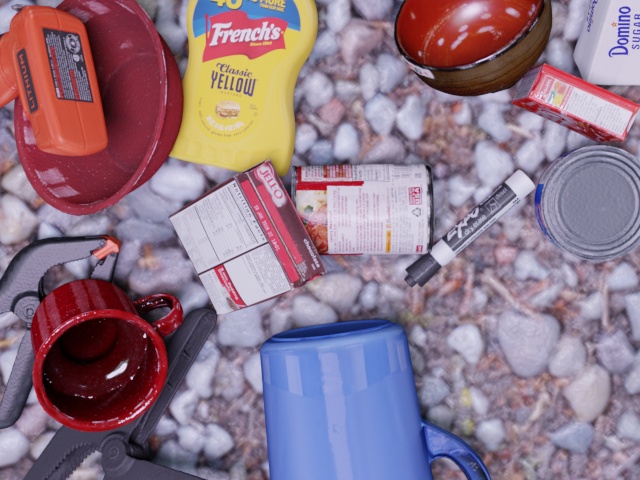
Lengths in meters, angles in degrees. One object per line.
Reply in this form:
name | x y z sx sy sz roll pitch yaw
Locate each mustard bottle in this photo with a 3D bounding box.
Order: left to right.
mustard bottle | -0.053 -0.147 0.786 0.096 0.058 0.191 12 94 7

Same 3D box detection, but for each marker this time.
marker | 0.111 -0.007 0.811 0.121 0.020 0.020 -42 92 4

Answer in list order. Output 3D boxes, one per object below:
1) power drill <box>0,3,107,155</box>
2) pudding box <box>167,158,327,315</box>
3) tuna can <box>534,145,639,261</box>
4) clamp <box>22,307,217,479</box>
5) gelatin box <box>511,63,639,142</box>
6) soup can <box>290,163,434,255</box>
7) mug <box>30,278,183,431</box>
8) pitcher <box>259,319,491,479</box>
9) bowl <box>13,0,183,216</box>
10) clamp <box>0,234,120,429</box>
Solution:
power drill | -0.239 -0.074 0.757 0.188 0.057 0.184 -15 87 30
pudding box | -0.055 0.001 0.772 0.039 0.114 0.090 -28 93 -37
tuna can | 0.205 -0.028 0.799 0.086 0.034 0.086 0 94 1
clamp | -0.143 0.151 0.802 0.210 0.036 0.164 -21 61 18
gelatin box | 0.180 -0.097 0.767 0.073 0.089 0.030 24 95 0
soup can | 0.030 -0.022 0.788 0.102 0.068 0.068 -1 94 1
mug | -0.154 0.072 0.772 0.117 0.082 0.093 -31 117 -8
pitcher | 0.034 0.183 0.775 0.148 0.145 0.243 -8 91 -39
bowl | -0.151 -0.097 0.772 0.162 0.055 0.162 -3 85 37
clamp | -0.230 0.048 0.811 0.120 0.039 0.171 43 89 -18
